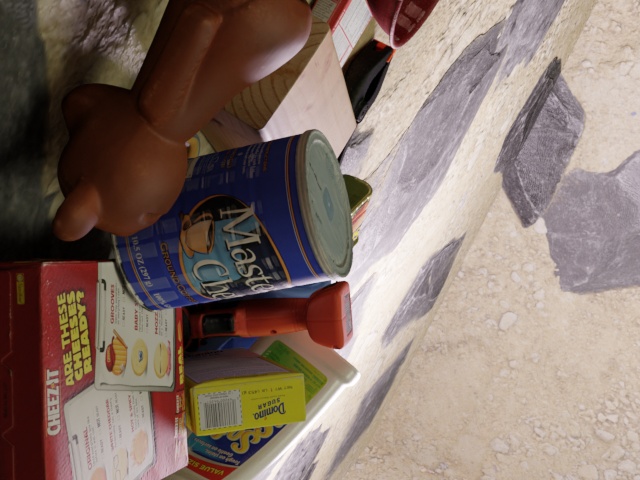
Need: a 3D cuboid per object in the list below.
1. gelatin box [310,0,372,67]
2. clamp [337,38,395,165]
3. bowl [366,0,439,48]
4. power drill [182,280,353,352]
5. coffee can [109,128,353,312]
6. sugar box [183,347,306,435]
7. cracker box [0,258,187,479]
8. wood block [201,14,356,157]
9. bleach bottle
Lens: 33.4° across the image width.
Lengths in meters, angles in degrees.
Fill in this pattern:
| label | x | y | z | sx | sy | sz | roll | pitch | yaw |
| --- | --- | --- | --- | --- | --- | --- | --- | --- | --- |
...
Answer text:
| label | x | y | z | sx | sy | sz | roll | pitch | yaw |
| --- | --- | --- | --- | --- | --- | --- | --- | --- | --- |
| gelatin box | 0.012 | -0.193 | 0.965 | 0.073 | 0.030 | 0.089 | -60 | 167 | 0 |
| clamp | 0.026 | -0.138 | 1.126 | 0.171 | 0.039 | 0.120 | -65 | 172 | 1 |
| bowl | 0.087 | -0.267 | 1.016 | 0.162 | 0.055 | 0.162 | -55 | 168 | -18 |
| power drill | -0.069 | 0.071 | 0.940 | 0.184 | 0.188 | 0.057 | -24 | 111 | -81 |
| coffee can | -0.058 | -0.012 | 0.733 | 0.102 | 0.140 | 0.103 | -11 | 90 | -74 |
| sugar box | -0.083 | 0.125 | 0.910 | 0.176 | 0.093 | 0.048 | 177 | -91 | -71 |
| cracker box | -0.163 | 0.093 | 0.729 | 0.213 | 0.072 | 0.164 | 0 | 88 | -74 |
| wood block | -0.040 | -0.108 | 0.826 | 0.090 | 0.091 | 0.206 | -57 | 167 | -7 |
| bleach bottle | -0.079 | 0.193 | 1.030 | 0.251 | 0.102 | 0.068 | -50 | 171 | -5 |
